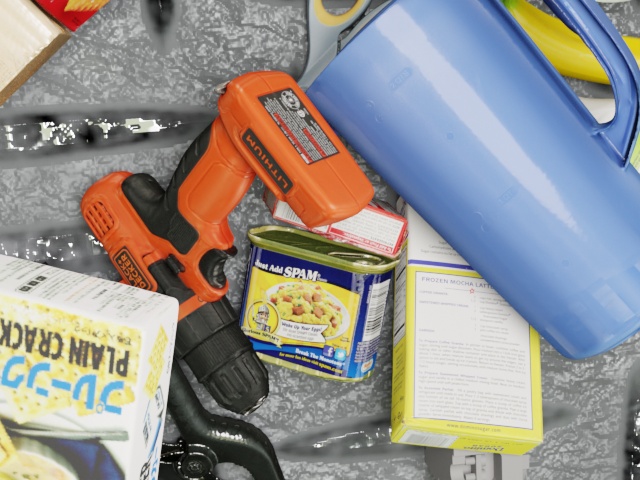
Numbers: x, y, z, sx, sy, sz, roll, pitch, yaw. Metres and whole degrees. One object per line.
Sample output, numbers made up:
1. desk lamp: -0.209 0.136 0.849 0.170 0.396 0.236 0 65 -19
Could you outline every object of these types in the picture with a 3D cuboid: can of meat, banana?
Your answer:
1. can of meat: -0.005 0.042 0.723 0.102 0.057 0.084 14 102 21
2. banana: 0.192 -0.130 0.728 0.197 0.070 0.037 11 84 -17

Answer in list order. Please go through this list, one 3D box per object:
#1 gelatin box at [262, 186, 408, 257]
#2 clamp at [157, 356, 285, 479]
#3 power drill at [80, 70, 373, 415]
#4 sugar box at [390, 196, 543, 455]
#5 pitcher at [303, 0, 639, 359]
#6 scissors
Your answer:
1. gelatin box: 0.009 -0.020 0.720 0.089 0.073 0.030 18 98 -11
2. clamp: -0.087 0.139 0.745 0.171 0.039 0.120 24 116 -18
3. power drill: -0.054 0.001 0.664 0.188 0.057 0.184 -41 84 36
4. sugar box: 0.097 0.049 0.716 0.093 0.048 0.176 8 63 -8
5. pitcher: 0.120 -0.053 0.653 0.145 0.149 0.243 -43 91 -13
6. scissors: -0.017 -0.119 0.729 0.201 0.016 0.096 -33 101 -1
